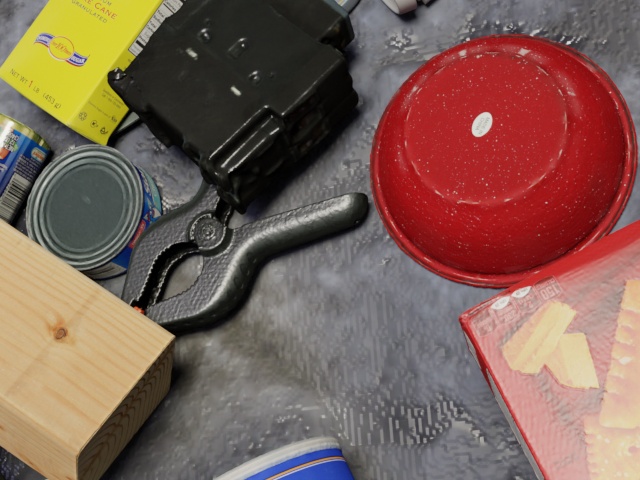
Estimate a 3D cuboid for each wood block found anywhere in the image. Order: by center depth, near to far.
[{"bbox_3d":[-0.198,0.050,0.633,0.206,0.090,0.090,33,59,9],"label":"wood block"}]

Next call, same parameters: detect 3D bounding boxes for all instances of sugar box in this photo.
[{"bbox_3d":[-0.135,-0.159,0.728,0.093,0.048,0.176,33,90,33],"label":"sugar box"}]

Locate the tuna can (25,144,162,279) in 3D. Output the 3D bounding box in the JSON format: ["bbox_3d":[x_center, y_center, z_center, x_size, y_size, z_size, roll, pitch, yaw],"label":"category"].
[{"bbox_3d":[-0.149,-0.018,0.707,0.086,0.033,0.086,-5,74,17],"label":"tuna can"}]

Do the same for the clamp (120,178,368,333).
[{"bbox_3d":[-0.054,0.001,0.668,0.120,0.039,0.171,32,85,29],"label":"clamp"}]

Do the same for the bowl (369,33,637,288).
[{"bbox_3d":[0.100,-0.056,0.622,0.162,0.055,0.162,-5,74,17],"label":"bowl"}]

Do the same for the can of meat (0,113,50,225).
[{"bbox_3d":[-0.247,-0.051,0.737,0.102,0.057,0.084,24,81,22],"label":"can of meat"}]
